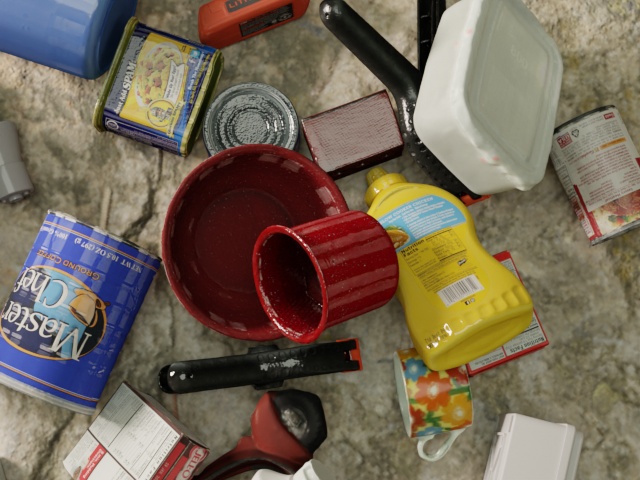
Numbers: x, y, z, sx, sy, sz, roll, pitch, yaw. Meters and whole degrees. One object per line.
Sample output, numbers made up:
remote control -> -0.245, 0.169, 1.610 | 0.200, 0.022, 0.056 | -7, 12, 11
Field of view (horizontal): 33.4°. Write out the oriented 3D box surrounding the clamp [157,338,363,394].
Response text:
clamp -> -0.054, 0.105, 0.879 | 0.171, 0.120, 0.039 | -2, 88, -21

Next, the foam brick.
foam brick -> 0.028, -0.088, 0.918 | 0.078, 0.053, 0.051 | -21, 82, -2

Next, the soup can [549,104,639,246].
soup can -> 0.240, -0.055, 0.903 | 0.068, 0.068, 0.102 | -23, 81, -3

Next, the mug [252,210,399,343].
mug -> 0.004, 0.033, 0.835 | 0.081, 0.117, 0.093 | -18, 47, -35

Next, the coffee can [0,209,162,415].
coffee can -> -0.204, 0.059, 0.873 | 0.103, 0.103, 0.140 | 23, 82, 4

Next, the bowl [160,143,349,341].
bowl -> -0.056, 0.001, 0.890 | 0.162, 0.055, 0.162 | -1, 93, -16

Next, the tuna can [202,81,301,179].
tuna can -> -0.060, -0.094, 0.929 | 0.086, 0.034, 0.086 | 0, 81, 1

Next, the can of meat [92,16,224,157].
can of meat -> -0.139, -0.131, 0.924 | 0.084, 0.057, 0.102 | 19, 83, 1

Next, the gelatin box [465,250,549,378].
gelatin box -> 0.142, 0.063, 0.905 | 0.073, 0.030, 0.089 | -21, 80, -3

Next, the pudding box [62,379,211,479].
pudding box -> -0.150, 0.175, 0.855 | 0.090, 0.039, 0.114 | -53, 40, -7

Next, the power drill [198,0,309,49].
power drill -> -0.101, -0.269, 0.944 | 0.184, 0.057, 0.188 | -21, 83, 1

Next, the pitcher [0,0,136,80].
pitcher -> -0.281, -0.235, 0.901 | 0.243, 0.149, 0.145 | 21, 82, 0

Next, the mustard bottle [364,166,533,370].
mustard bottle -> 0.087, 0.010, 0.877 | 0.096, 0.058, 0.192 | -26, 56, -6

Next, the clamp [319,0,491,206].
clamp -> 0.095, -0.132, 0.911 | 0.164, 0.036, 0.210 | -37, 101, -45
